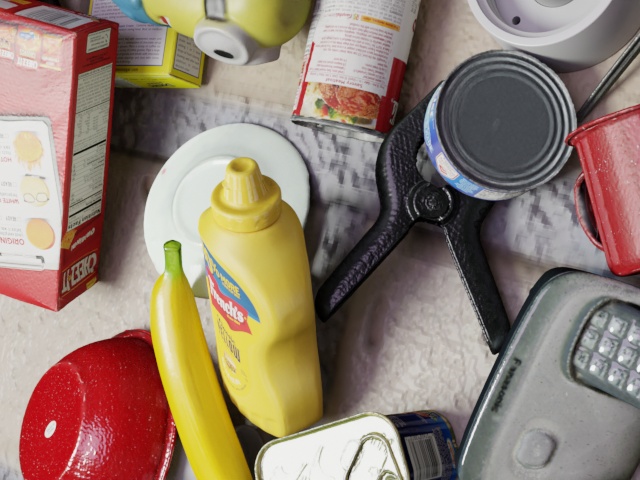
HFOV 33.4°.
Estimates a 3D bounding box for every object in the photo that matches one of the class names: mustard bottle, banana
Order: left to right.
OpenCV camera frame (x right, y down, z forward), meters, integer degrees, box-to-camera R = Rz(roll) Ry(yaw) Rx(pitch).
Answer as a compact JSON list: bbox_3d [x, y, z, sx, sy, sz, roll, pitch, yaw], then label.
[{"bbox_3d":[-0.081,0.101,0.695,0.037,0.070,0.198,-16,69,-11],"label":"banana"},{"bbox_3d":[-0.039,0.029,0.657,0.096,0.058,0.192,51,154,42],"label":"mustard bottle"}]

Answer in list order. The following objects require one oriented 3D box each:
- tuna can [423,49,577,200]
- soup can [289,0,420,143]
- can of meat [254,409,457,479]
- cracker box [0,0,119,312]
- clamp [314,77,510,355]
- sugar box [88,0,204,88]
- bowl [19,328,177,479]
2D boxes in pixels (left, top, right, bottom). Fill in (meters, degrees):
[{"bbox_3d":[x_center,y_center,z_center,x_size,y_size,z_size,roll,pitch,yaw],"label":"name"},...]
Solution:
[{"bbox_3d":[0.105,-0.067,0.634,0.086,0.034,0.086,1,81,-8],"label":"tuna can"},{"bbox_3d":[0.023,-0.120,0.695,0.069,0.068,0.102,13,91,32],"label":"soup can"},{"bbox_3d":[0.026,0.140,0.657,0.102,0.083,0.057,-23,74,28],"label":"can of meat"},{"bbox_3d":[-0.241,-0.074,0.794,0.164,0.072,0.214,16,114,16],"label":"cracker box"},{"bbox_3d":[0.059,-0.017,0.663,0.120,0.039,0.171,3,82,-2],"label":"clamp"},{"bbox_3d":[-0.125,-0.206,0.808,0.093,0.048,0.176,6,85,31],"label":"sugar box"},{"bbox_3d":[-0.169,0.136,0.761,0.162,0.055,0.162,-24,57,43],"label":"bowl"}]
